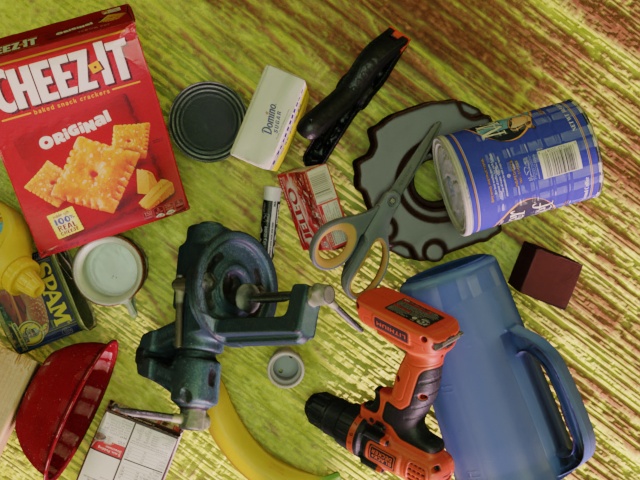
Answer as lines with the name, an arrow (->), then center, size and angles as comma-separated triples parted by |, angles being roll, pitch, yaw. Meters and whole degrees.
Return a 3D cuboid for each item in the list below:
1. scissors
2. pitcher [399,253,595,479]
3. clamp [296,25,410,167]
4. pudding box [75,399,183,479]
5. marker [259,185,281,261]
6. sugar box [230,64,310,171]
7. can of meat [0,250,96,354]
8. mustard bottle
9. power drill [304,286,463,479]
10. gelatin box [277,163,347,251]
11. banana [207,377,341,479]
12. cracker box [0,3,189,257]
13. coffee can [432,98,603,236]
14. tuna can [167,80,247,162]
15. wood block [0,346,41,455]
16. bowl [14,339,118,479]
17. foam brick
scissors -> 0.052, -0.040, 1.086 | 0.096, 0.016, 0.202 | 18, 92, -23
pitcher -> 0.178, 0.140, 1.111 | 0.149, 0.145, 0.243 | -19, 92, 4
clamp -> 0.031, -0.147, 1.116 | 0.039, 0.120, 0.171 | 41, 73, 5
pudding box -> -0.211, 0.244, 1.164 | 0.090, 0.039, 0.113 | 22, 96, -3
marker -> -0.058, 0.001, 1.154 | 0.020, 0.020, 0.121 | 6, 95, -1
sugar box -> -0.047, -0.118, 1.065 | 0.048, 0.176, 0.093 | 23, 94, -3
can of meat -> -0.299, 0.062, 1.138 | 0.084, 0.057, 0.102 | -21, 94, 4
mustard bottle -> -0.353, -0.002, 1.096 | 0.192, 0.058, 0.096 | 35, 88, 21
power drill -> 0.065, 0.146, 1.095 | 0.185, 0.057, 0.188 | 22, 119, 32
gelatin box -> -0.007, -0.033, 1.120 | 0.030, 0.073, 0.089 | -22, 100, -24
banana -> -0.072, 0.222, 1.167 | 0.198, 0.037, 0.069 | 41, 76, -5
cracker box -> -0.237, -0.107, 1.067 | 0.164, 0.072, 0.214 | -18, 121, -8
coffee can -> 0.193, -0.072, 1.058 | 0.140, 0.103, 0.103 | -16, 95, -4
tuna can -> -0.118, -0.126, 1.135 | 0.086, 0.034, 0.086 | 0, 95, -1
wood block -> -0.367, 0.202, 1.073 | 0.090, 0.090, 0.206 | 24, 77, -6
bowl -> -0.267, 0.166, 1.096 | 0.055, 0.162, 0.162 | 24, 94, 1
foam brick -> 0.237, 0.036, 1.132 | 0.053, 0.078, 0.051 | 21, 96, -3
